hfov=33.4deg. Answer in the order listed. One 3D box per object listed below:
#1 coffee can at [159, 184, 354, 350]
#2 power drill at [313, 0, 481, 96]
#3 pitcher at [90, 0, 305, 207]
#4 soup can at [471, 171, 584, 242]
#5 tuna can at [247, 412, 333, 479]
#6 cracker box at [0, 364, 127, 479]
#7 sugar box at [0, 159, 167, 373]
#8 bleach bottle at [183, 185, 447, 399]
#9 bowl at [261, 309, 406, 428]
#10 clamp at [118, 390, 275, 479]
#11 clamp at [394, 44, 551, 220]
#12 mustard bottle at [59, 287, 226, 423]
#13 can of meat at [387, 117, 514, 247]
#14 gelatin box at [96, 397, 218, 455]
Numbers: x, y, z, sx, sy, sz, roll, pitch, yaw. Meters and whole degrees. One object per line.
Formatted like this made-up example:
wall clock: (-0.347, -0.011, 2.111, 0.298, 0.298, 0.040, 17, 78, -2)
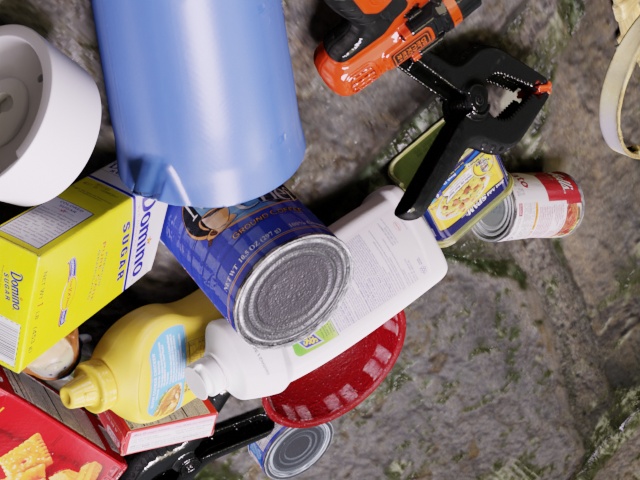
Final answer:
coffee can: (-0.055, 0.001, 0.813, 0.102, 0.140, 0.103, -22, 135, -25)
power drill: (0.059, -0.192, 0.734, 0.184, 0.057, 0.187, -37, 156, 3)
pitcher: (-0.080, -0.156, 0.685, 0.145, 0.149, 0.243, -14, 129, -11)
soup can: (0.201, -0.034, 1.055, 0.102, 0.069, 0.069, -4, 125, -37)
tuna can: (-0.030, 0.202, 1.085, 0.086, 0.034, 0.086, -22, 135, -24)
cracker box: (-0.277, 0.177, 0.830, 0.164, 0.072, 0.213, -43, 139, -3)
sugar box: (-0.165, 0.009, 0.736, 0.176, 0.048, 0.093, -42, 154, -58)
bleach bottle: (-0.010, 0.050, 0.886, 0.250, 0.102, 0.068, -30, 176, -33)
bowl: (0.001, 0.098, 1.008, 0.161, 0.055, 0.162, -22, 135, -24)
clamp: (-0.127, 0.190, 0.990, 0.171, 0.039, 0.120, -34, 137, -12)
clamp: (0.119, -0.104, 0.894, 0.209, 0.036, 0.164, -7, 89, -38)
mustard bottle: (-0.126, 0.095, 0.865, 0.191, 0.058, 0.096, -20, 126, -45)
can of meat: (0.118, -0.057, 0.975, 0.102, 0.057, 0.084, -41, 137, -6)
gelatin box: (-0.144, 0.142, 0.910, 0.089, 0.073, 0.030, -7, 128, -36)
